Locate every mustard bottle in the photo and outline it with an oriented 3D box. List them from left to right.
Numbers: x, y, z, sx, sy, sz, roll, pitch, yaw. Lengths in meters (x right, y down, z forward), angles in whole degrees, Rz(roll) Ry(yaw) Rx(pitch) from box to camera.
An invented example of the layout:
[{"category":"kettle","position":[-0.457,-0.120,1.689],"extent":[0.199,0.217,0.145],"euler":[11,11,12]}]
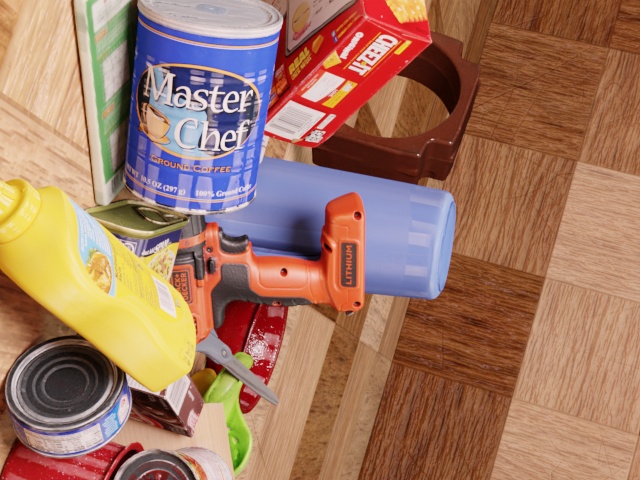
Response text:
[{"category":"mustard bottle","position":[-0.157,0.019,0.698],"extent":[0.191,0.058,0.096],"euler":[49,13,-44]}]

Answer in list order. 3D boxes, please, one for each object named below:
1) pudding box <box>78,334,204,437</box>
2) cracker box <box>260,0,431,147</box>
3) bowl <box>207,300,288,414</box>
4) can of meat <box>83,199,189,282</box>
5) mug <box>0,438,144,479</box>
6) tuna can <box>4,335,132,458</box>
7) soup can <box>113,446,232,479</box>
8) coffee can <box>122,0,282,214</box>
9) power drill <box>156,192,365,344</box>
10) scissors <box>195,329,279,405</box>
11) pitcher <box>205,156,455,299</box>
[{"category":"pudding box","position":[-0.151,0.120,0.882],"extent":[0.113,0.090,0.039],"euler":[81,26,-61]},{"category":"cracker box","position":[0.008,-0.208,0.884],"extent":[0.164,0.072,0.213],"euler":[-40,-135,45]},{"category":"bowl","position":[-0.089,0.116,1.236],"extent":[0.162,0.055,0.162],"euler":[16,90,-78]},{"category":"can of meat","position":[-0.151,0.019,0.835],"extent":[0.102,0.057,0.084],"euler":[-28,135,-73]},{"category":"mug","position":[-0.193,0.191,0.799],"extent":[0.117,0.081,0.093],"euler":[-52,155,-61]},{"category":"tuna can","position":[-0.178,0.109,0.755],"extent":[0.034,0.086,0.086],"euler":[90,20,-46]},{"category":"soup can","position":[-0.110,0.191,0.810],"extent":[0.102,0.068,0.068],"euler":[43,63,-77]},{"category":"coffee can","position":[-0.088,-0.104,0.782],"extent":[0.102,0.103,0.140],"euler":[-52,155,-61]},{"category":"power drill","position":[-0.056,0.001,0.929],"extent":[0.057,0.187,0.184],"euler":[-100,-172,-64]},{"category":"scissors","position":[-0.100,0.089,1.033],"extent":[0.201,0.016,0.096],"euler":[31,55,-46]},{"category":"pitcher","position":[0.004,-0.007,1.055],"extent":[0.145,0.243,0.149],"euler":[72,29,-63]}]
